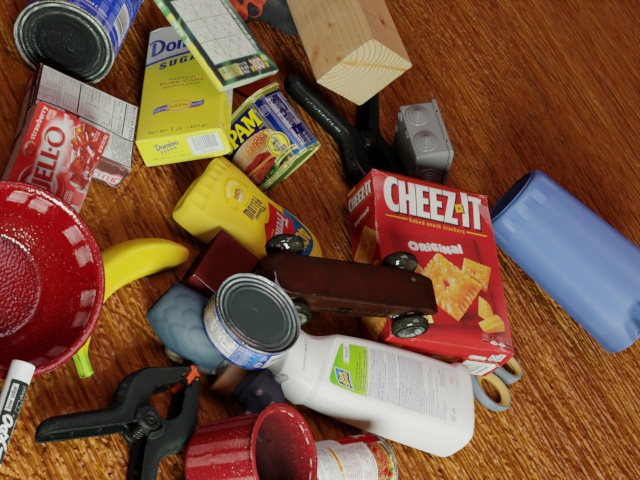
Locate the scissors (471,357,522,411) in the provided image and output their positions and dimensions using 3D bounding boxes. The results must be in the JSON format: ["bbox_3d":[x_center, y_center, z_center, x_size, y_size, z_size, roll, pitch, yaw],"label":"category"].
[{"bbox_3d":[0.152,0.132,1.222,0.201,0.016,0.096,24,46,-23],"label":"scissors"}]

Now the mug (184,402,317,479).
[{"bbox_3d":[-0.059,0.202,0.910,0.093,0.082,0.117,3,75,-57],"label":"mug"}]

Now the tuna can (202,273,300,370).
[{"bbox_3d":[-0.063,0.074,0.965,0.086,0.034,0.086,22,43,-22],"label":"tuna can"}]

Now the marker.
[{"bbox_3d":[-0.246,0.150,0.813,0.020,0.020,0.121,25,66,-25],"label":"marker"}]

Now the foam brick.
[{"bbox_3d":[-0.103,0.040,1.039,0.051,0.053,0.078,39,39,-10],"label":"foam brick"}]

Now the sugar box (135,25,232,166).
[{"bbox_3d":[-0.141,-0.162,1.140,0.048,0.093,0.176,73,11,-52],"label":"sugar box"}]

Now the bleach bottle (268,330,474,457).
[{"bbox_3d":[0.038,0.138,1.079,0.250,0.068,0.102,23,44,-24],"label":"bleach bottle"}]

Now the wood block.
[{"bbox_3d":[0.025,-0.286,1.329,0.090,0.090,0.206,21,42,-49],"label":"wood block"}]

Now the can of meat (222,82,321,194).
[{"bbox_3d":[-0.060,-0.107,1.162,0.084,0.102,0.057,52,39,2],"label":"can of meat"}]

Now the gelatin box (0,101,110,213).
[{"bbox_3d":[-0.246,-0.073,0.988,0.073,0.030,0.089,25,78,-27],"label":"gelatin box"}]

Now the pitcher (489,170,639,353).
[{"bbox_3d":[0.335,0.022,1.406,0.243,0.149,0.144,41,55,-3],"label":"pitcher"}]

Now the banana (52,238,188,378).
[{"bbox_3d":[-0.189,0.043,0.975,0.069,0.037,0.197,56,38,-17],"label":"banana"}]

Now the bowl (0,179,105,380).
[{"bbox_3d":[-0.261,0.034,0.874,0.161,0.055,0.162,8,77,-36],"label":"bowl"}]

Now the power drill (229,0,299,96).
[{"bbox_3d":[-0.092,-0.264,1.299,0.184,0.057,0.187,28,41,-27],"label":"power drill"}]

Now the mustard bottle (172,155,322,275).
[{"bbox_3d":[-0.057,0.001,1.108,0.191,0.058,0.096,40,37,-10],"label":"mustard bottle"}]

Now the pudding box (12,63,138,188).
[{"bbox_3d":[-0.239,-0.113,1.054,0.113,0.039,0.090,24,44,-28],"label":"pudding box"}]

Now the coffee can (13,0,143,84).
[{"bbox_3d":[-0.244,-0.241,1.104,0.102,0.103,0.140,31,42,-19],"label":"coffee can"}]

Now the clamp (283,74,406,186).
[{"bbox_3d":[0.043,-0.122,1.316,0.164,0.036,0.210,1,60,-43],"label":"clamp"}]

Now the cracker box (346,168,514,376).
[{"bbox_3d":[0.123,0.036,1.204,0.164,0.072,0.213,11,57,-25],"label":"cracker box"}]

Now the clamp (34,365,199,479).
[{"bbox_3d":[-0.149,0.169,0.903,0.171,0.039,0.120,-33,92,-50],"label":"clamp"}]

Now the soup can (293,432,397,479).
[{"bbox_3d":[0.012,0.217,0.984,0.102,0.069,0.068,0,58,-41],"label":"soup can"}]
